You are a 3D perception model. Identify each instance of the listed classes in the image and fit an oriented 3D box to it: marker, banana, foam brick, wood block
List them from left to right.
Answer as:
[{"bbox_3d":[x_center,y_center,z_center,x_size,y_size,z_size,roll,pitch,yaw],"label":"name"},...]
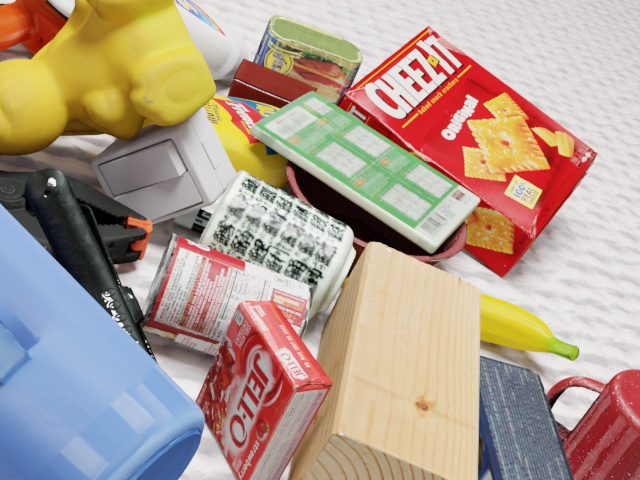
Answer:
[{"bbox_3d":[-0.055,0.001,0.831,0.121,0.020,0.020,23,31,-4],"label":"marker"},{"bbox_3d":[-0.050,-0.124,0.990,0.078,0.053,0.051,21,32,-9],"label":"foam brick"},{"bbox_3d":[0.044,0.101,0.686,0.091,0.090,0.206,24,31,-5],"label":"wood block"},{"bbox_3d":[0.103,0.053,0.831,0.197,0.037,0.070,15,-5,-14],"label":"banana"}]

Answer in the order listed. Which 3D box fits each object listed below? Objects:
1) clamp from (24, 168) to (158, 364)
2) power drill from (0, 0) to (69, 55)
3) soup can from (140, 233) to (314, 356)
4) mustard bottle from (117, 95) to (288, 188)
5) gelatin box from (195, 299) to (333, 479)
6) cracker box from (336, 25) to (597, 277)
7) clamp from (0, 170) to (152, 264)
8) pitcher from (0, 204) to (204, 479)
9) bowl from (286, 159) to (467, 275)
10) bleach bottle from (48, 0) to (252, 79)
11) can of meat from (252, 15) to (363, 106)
[{"bbox_3d":[-0.130,0.039,0.653,0.120,0.039,0.171,-149,-143,-88],"label":"clamp"},{"bbox_3d":[-0.265,-0.151,0.873,0.184,0.057,0.187,42,34,20],"label":"power drill"},{"bbox_3d":[-0.063,0.044,0.714,0.102,0.069,0.068,21,32,-9],"label":"soup can"},{"bbox_3d":[-0.073,-0.085,0.909,0.191,0.058,0.096,6,38,-29],"label":"mustard bottle"},{"bbox_3d":[-0.037,0.092,0.642,0.030,0.089,0.073,-2,41,-37],"label":"gelatin box"},{"bbox_3d":[0.135,-0.090,1.002,0.214,0.072,0.164,39,47,8],"label":"cracker box"},{"bbox_3d":[-0.222,-0.016,0.722,0.210,0.036,0.164,16,33,-9],"label":"clamp"},{"bbox_3d":[-0.180,0.050,0.550,0.243,0.145,0.149,39,23,13],"label":"pitcher"},{"bbox_3d":[0.038,-0.016,0.887,0.162,0.055,0.162,18,32,-12],"label":"bowl"},{"bbox_3d":[-0.146,-0.205,0.973,0.103,0.068,0.250,47,15,27],"label":"bleach bottle"},{"bbox_3d":[-0.018,-0.160,1.035,0.102,0.084,0.057,17,32,-14],"label":"can of meat"}]
